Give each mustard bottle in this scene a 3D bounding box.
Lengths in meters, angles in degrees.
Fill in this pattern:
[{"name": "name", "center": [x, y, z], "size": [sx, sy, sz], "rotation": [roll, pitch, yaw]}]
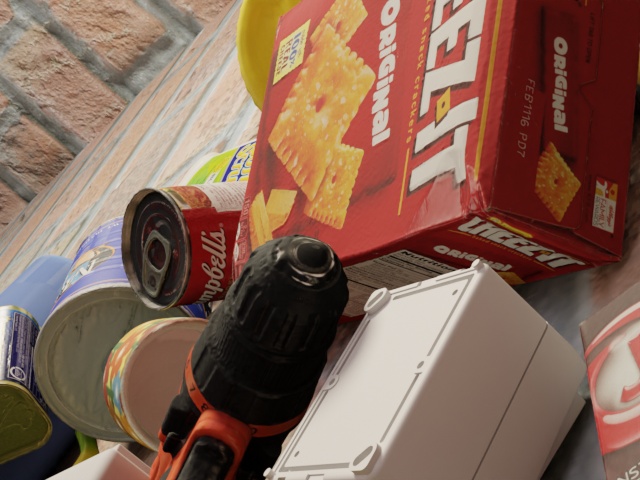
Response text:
[{"name": "mustard bottle", "center": [-0.014, -0.123, 0.818], "size": [0.058, 0.096, 0.191], "rotation": [-11, -7, 9]}]

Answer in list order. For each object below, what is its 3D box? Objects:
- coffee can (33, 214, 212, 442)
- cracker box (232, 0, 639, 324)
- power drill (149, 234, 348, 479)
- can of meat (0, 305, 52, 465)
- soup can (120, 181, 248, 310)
[{"name": "coffee can", "center": [-0.121, 0.051, 0.691], "size": [0.103, 0.102, 0.140], "rotation": [-44, 16, 11]}, {"name": "cracker box", "center": [0.042, -0.058, 0.484], "size": [0.214, 0.072, 0.164], "rotation": [-20, 57, 59]}, {"name": "power drill", "center": [-0.052, 0.106, 0.388], "size": [0.185, 0.057, 0.187], "rotation": [114, -177, -46]}, {"name": "can of meat", "center": [-0.218, 0.096, 0.662], "size": [0.102, 0.057, 0.084], "rotation": [-24, 34, 4]}, {"name": "soup can", "center": [-0.054, 0.001, 0.615], "size": [0.102, 0.068, 0.069], "rotation": [-6, -16, -40]}]
